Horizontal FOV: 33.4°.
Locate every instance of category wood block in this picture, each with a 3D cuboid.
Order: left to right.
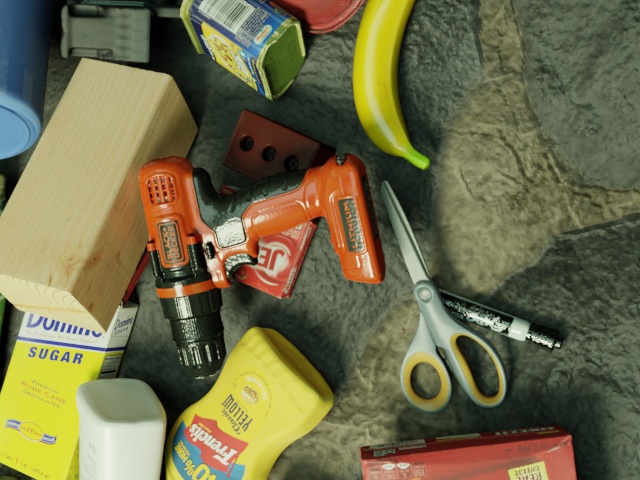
[{"bbox_3d":[-0.190,-0.039,0.898,0.091,0.090,0.206,13,67,17],"label":"wood block"}]

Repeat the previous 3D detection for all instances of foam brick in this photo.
[{"bbox_3d":[-0.036,-0.072,0.911,0.078,0.051,0.053,25,97,17],"label":"foam brick"}]

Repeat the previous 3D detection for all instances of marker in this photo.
[{"bbox_3d":[0.138,0.063,0.869,0.121,0.020,0.020,20,95,18],"label":"marker"}]

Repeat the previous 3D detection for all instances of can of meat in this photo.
[{"bbox_3d":[-0.062,-0.172,0.894,0.084,0.102,0.057,37,81,13],"label":"can of meat"}]

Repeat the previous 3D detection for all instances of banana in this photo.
[{"bbox_3d":[0.061,-0.156,0.889,0.070,0.037,0.198,1,90,13],"label":"banana"}]

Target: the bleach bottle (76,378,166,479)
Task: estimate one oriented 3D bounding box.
[{"bbox_3d":[-0.181,0.255,0.935,0.068,0.103,0.251,0,106,-24],"label":"bleach bottle"}]

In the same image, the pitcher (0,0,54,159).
[{"bbox_3d":[-0.300,-0.197,0.908,0.149,0.145,0.243,-8,63,5],"label":"pitcher"}]

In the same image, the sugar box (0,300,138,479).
[{"bbox_3d":[-0.239,0.127,0.978,0.093,0.048,0.176,18,96,18],"label":"sugar box"}]

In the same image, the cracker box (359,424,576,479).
[{"bbox_3d":[0.123,0.260,0.827,0.164,0.072,0.214,-7,86,3],"label":"cracker box"}]

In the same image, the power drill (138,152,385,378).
[{"bbox_3d":[-0.046,0.012,0.859,0.188,0.057,0.184,-10,99,9],"label":"power drill"}]

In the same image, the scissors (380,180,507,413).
[{"bbox_3d":[0.075,0.058,0.871,0.096,0.016,0.202,-36,90,23],"label":"scissors"}]

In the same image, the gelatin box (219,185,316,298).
[{"bbox_3d":[-0.056,0.001,0.928,0.089,0.030,0.073,23,96,17],"label":"gelatin box"}]

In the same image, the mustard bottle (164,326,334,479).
[{"bbox_3d":[-0.079,0.173,0.917,0.096,0.058,0.192,45,103,26],"label":"mustard bottle"}]
